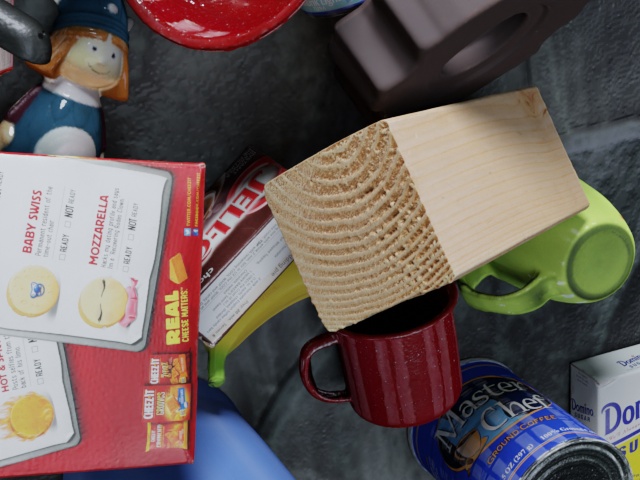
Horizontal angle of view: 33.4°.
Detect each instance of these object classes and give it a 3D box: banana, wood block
[{"bbox_3d":[-0.004,0.030,0.710,0.197,0.070,0.037,-27,157,-21],"label":"banana"},{"bbox_3d":[0.071,-0.026,0.637,0.205,0.090,0.091,-21,86,-55],"label":"wood block"}]

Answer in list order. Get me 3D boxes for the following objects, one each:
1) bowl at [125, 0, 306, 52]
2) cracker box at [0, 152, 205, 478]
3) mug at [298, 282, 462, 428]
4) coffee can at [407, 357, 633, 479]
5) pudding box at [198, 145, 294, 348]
[{"bbox_3d":[-0.043,-0.184,0.592,0.055,0.162,0.162,-7,114,-58],"label":"bowl"},{"bbox_3d":[-0.171,0.035,0.549,0.213,0.072,0.164,1,92,-26],"label":"cracker box"},{"bbox_3d":[0.042,0.078,0.732,0.117,0.093,0.081,-18,118,-12],"label":"mug"},{"bbox_3d":[0.140,0.158,0.770,0.102,0.140,0.103,-7,110,-21],"label":"coffee can"},{"bbox_3d":[-0.054,0.001,0.662,0.113,0.090,0.039,-49,119,-2],"label":"pudding box"}]
